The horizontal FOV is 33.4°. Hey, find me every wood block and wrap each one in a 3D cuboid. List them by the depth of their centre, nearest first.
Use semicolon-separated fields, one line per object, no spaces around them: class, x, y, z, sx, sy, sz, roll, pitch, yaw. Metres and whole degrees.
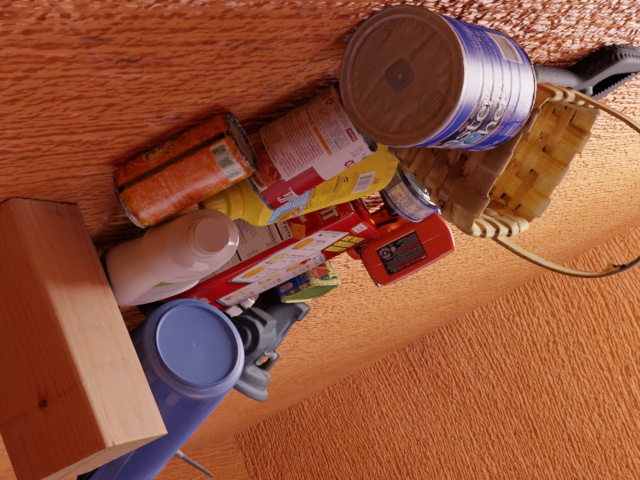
wood block;-0.215;0.080;0.851;0.091;0.206;0.090;-28;167;21

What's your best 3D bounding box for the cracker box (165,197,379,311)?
cracker box;-0.058;0.001;1.145;0.214;0.072;0.164;-27;168;8

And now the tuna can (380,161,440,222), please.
tuna can;0.094;-0.064;1.117;0.034;0.086;0.086;-33;165;30

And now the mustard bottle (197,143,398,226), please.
mustard bottle;-0.023;-0.057;0.982;0.191;0.058;0.096;-19;157;-24

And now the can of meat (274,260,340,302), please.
can of meat;-0.027;0.026;1.277;0.058;0.084;0.102;-29;167;22

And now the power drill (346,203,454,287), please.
power drill;0.113;-0.016;1.287;0.184;0.057;0.187;-29;-170;6

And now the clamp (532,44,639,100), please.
clamp;0.265;-0.165;1.128;0.209;0.036;0.164;-25;163;-12

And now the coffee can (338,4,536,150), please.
coffee can;0.093;-0.122;0.826;0.103;0.103;0.140;-31;166;30

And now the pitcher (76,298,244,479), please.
pitcher;-0.179;0.168;1.113;0.144;0.149;0.243;-4;152;-35

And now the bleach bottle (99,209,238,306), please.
bleach bottle;-0.123;0.010;0.938;0.102;0.068;0.251;-19;180;-24

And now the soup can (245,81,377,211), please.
soup can;-0.012;-0.078;0.885;0.102;0.068;0.068;-29;167;10
